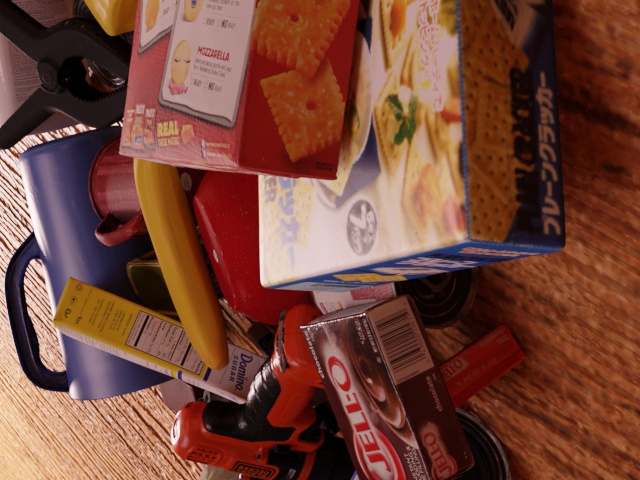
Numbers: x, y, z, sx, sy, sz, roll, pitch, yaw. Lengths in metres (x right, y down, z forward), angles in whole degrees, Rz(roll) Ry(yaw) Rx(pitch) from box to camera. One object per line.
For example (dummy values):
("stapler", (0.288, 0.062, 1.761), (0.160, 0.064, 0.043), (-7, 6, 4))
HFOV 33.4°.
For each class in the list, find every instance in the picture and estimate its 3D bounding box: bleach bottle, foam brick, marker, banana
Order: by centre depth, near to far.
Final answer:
("banana", (-0.112, 0.004, 0.833), (0.069, 0.037, 0.198), (-120, 14, -78))
("marker", (-0.023, 0.122, 0.938), (0.121, 0.020, 0.020), (51, 148, 19))
("bleach bottle", (-0.260, -0.222, 0.961), (0.068, 0.102, 0.251), (38, 136, 41))
("foam brick", (-0.123, 0.146, 1.076), (0.078, 0.051, 0.053), (20, 129, 48))

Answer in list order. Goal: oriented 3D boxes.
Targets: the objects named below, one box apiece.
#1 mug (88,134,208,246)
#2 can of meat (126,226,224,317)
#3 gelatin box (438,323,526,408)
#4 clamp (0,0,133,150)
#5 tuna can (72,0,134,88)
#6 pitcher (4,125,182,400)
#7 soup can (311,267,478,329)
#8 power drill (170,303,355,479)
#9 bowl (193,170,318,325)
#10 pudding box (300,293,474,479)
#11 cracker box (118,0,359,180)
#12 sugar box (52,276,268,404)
("mug", (-0.144, -0.040, 0.903), (0.082, 0.117, 0.093), (0, 132, 51))
("can of meat", (-0.109, 0.025, 0.927), (0.102, 0.083, 0.057), (-3, 112, 57))
("gelatin box", (0.084, 0.095, 0.703), (0.030, 0.073, 0.089), (55, 149, 11))
("clamp", (-0.223, -0.135, 0.907), (0.210, 0.036, 0.164), (16, 126, 22))
("tuna can", (-0.176, -0.176, 0.916), (0.086, 0.033, 0.086), (36, 141, 36))
("pitcher", (-0.211, 0.023, 1.005), (0.145, 0.148, 0.243), (-9, 98, 48))
("soup can", (0.047, 0.026, 0.709), (0.102, 0.068, 0.068), (-9, 107, 59))
("power drill", (-0.001, 0.132, 0.814), (0.188, 0.184, 0.057), (-54, 29, 42))
("bowl", (-0.055, 0.001, 0.806), (0.162, 0.055, 0.162), (161, 90, -78))
("pudding box", (0.039, 0.094, 0.658), (0.090, 0.039, 0.113), (-20, 89, 61))
("cracker box", (-0.043, -0.146, 0.614), (0.164, 0.072, 0.214), (11, 93, 58))
("sugar box", (-0.133, 0.087, 0.899), (0.176, 0.048, 0.093), (20, 168, -3))
